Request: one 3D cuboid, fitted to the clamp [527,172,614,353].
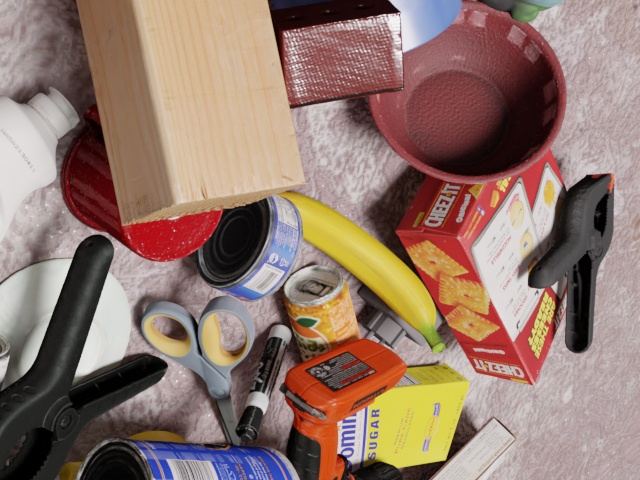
[{"bbox_3d":[0.241,0.015,0.982,0.171,0.039,0.120,-57,139,-32],"label":"clamp"}]

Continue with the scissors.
[{"bbox_3d":[-0.100,0.109,0.861,0.096,0.016,0.202,13,137,-1],"label":"scissors"}]

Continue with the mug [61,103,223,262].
[{"bbox_3d":[-0.123,-0.044,0.730,0.093,0.082,0.117,-38,130,-19],"label":"mug"}]

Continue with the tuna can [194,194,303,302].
[{"bbox_3d":[-0.055,0.001,0.806,0.033,0.086,0.086,26,93,-43],"label":"tuna can"}]

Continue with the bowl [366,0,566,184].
[{"bbox_3d":[0.116,-0.113,0.874,0.162,0.162,0.055,-44,169,-14],"label":"bowl"}]

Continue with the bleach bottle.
[{"bbox_3d":[-0.249,0.000,0.664,0.250,0.068,0.102,-44,131,-17],"label":"bleach bottle"}]

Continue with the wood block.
[{"bbox_3d":[-0.087,-0.122,0.654,0.090,0.090,0.206,-10,88,-32],"label":"wood block"}]

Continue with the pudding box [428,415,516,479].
[{"bbox_3d":[0.147,0.239,1.096,0.113,0.039,0.090,-43,161,-18],"label":"pudding box"}]

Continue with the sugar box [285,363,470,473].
[{"bbox_3d":[0.056,0.170,1.007,0.175,0.048,0.093,-1,113,-40],"label":"sugar box"}]

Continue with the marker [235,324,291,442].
[{"bbox_3d":[-0.046,0.115,0.865,0.121,0.020,0.020,-72,152,-50],"label":"marker"}]

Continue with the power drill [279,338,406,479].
[{"bbox_3d":[0.018,0.179,0.898,0.184,0.057,0.188,-19,127,-45],"label":"power drill"}]

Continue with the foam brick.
[{"bbox_3d":[0.009,-0.121,0.676,0.078,0.053,0.051,-11,119,-8],"label":"foam brick"}]

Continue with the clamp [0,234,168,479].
[{"bbox_3d":[-0.182,0.119,0.737,0.209,0.036,0.164,-58,152,-23],"label":"clamp"}]

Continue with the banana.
[{"bbox_3d":[0.033,0.014,0.886,0.197,0.069,0.037,39,99,-15],"label":"banana"}]

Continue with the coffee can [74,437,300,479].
[{"bbox_3d":[-0.096,0.199,0.778,0.140,0.103,0.103,14,101,-44],"label":"coffee can"}]

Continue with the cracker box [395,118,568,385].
[{"bbox_3d":[0.163,0.002,0.970,0.164,0.072,0.213,-59,137,-28],"label":"cracker box"}]
